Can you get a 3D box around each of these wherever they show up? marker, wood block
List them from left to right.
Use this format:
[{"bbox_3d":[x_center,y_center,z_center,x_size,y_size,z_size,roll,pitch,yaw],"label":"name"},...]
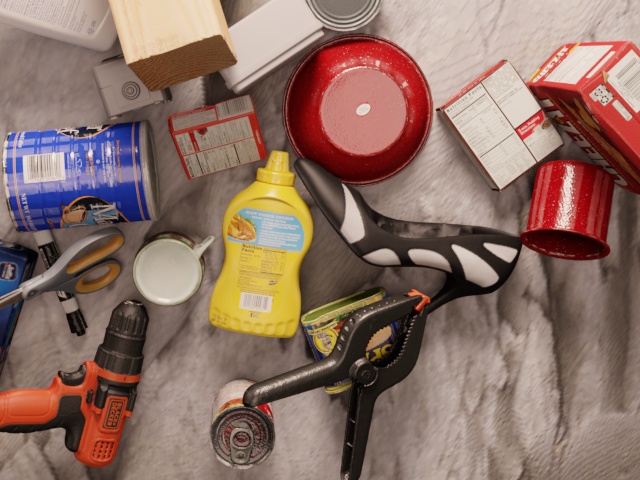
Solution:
[{"bbox_3d":[-0.275,0.045,1.131,0.020,0.020,0.121,-19,100,-1],"label":"marker"},{"bbox_3d":[-0.152,-0.255,0.978,0.090,0.091,0.206,-18,80,3],"label":"wood block"}]

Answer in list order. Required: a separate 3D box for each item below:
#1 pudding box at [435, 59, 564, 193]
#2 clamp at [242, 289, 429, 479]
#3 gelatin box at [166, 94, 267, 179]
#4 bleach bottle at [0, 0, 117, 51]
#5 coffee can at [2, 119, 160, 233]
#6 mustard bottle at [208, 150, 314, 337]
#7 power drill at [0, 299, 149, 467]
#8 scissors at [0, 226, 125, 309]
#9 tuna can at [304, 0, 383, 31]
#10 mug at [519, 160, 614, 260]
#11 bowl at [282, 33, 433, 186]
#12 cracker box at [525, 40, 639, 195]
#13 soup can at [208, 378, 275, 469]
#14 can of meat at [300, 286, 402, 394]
[{"bbox_3d":[0.190,-0.121,1.128,0.090,0.039,0.113,-36,97,3],"label":"pudding box"},{"bbox_3d":[0.042,0.141,1.090,0.210,0.036,0.164,-43,116,-8],"label":"clamp"},{"bbox_3d":[-0.105,-0.106,1.095,0.089,0.030,0.073,-15,143,-1],"label":"gelatin box"},{"bbox_3d":[-0.305,-0.260,1.003,0.250,0.068,0.102,14,100,-36],"label":"bleach bottle"},{"bbox_3d":[-0.237,-0.064,1.075,0.140,0.103,0.103,-6,99,-3],"label":"coffee can"},{"bbox_3d":[-0.057,0.001,1.119,0.096,0.058,0.192,9,98,-1],"label":"mustard bottle"},{"bbox_3d":[-0.275,0.140,1.094,0.187,0.057,0.184,11,97,-31],"label":"power drill"},{"bbox_3d":[-0.283,0.054,1.089,0.201,0.096,0.016,-34,62,-9],"label":"scissors"},{"bbox_3d":[0.022,-0.258,1.098,0.086,0.034,0.086,-1,99,-4],"label":"tuna can"},{"bbox_3d":[0.267,-0.028,1.121,0.117,0.093,0.081,31,66,-46],"label":"mug"},{"bbox_3d":[0.042,-0.134,1.107,0.162,0.055,0.162,-1,98,-4],"label":"bowl"},{"bbox_3d":[0.298,-0.114,1.047,0.072,0.214,0.164,-44,99,5],"label":"cracker box"},{"bbox_3d":[-0.083,0.191,1.124,0.068,0.102,0.068,-1,98,-4],"label":"soup can"},{"bbox_3d":[0.038,0.105,1.143,0.102,0.057,0.084,-21,97,0],"label":"can of meat"}]
